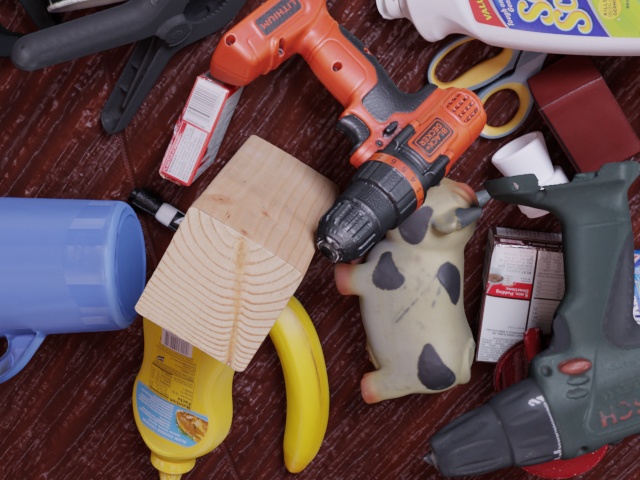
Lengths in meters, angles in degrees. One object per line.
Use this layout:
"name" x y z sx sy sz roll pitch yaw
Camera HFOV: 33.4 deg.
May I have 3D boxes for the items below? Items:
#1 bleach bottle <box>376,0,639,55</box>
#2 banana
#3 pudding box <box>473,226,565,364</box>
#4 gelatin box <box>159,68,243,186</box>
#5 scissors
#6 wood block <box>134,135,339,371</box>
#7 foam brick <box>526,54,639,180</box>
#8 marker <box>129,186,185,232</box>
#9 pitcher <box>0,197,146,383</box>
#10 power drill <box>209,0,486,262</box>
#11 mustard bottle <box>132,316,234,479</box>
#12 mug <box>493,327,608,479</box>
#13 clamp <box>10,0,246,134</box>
"bleach bottle" 0.157 -0.174 0.761 0.251 0.068 0.102 2 107 31
"banana" -0.025 0.116 0.940 0.070 0.037 0.198 -4 108 41
"pudding box" 0.178 0.050 0.881 0.090 0.039 0.113 6 113 4
"gelatin box" -0.093 -0.094 0.854 0.030 0.073 0.089 26 112 0
"scissors" 0.183 -0.144 0.824 0.202 0.016 0.096 -17 107 15
"wood block" -0.055 0.001 0.811 0.090 0.206 0.091 31 110 -3
"foam brick" 0.200 -0.096 0.808 0.051 0.053 0.078 -30 122 18
"marker" -0.111 -0.009 0.916 0.121 0.020 0.020 33 111 -3
"pitcher" -0.277 0.034 0.898 0.243 0.145 0.149 -1 122 6
"power drill" 0.010 -0.093 0.791 0.187 0.184 0.057 43 149 3
"mustard bottle" -0.120 0.134 0.943 0.096 0.058 0.192 23 115 23
"mug" 0.182 0.124 0.845 0.093 0.081 0.117 -12 116 14
"clamp" -0.121 -0.164 0.825 0.210 0.164 0.036 -35 73 -2
